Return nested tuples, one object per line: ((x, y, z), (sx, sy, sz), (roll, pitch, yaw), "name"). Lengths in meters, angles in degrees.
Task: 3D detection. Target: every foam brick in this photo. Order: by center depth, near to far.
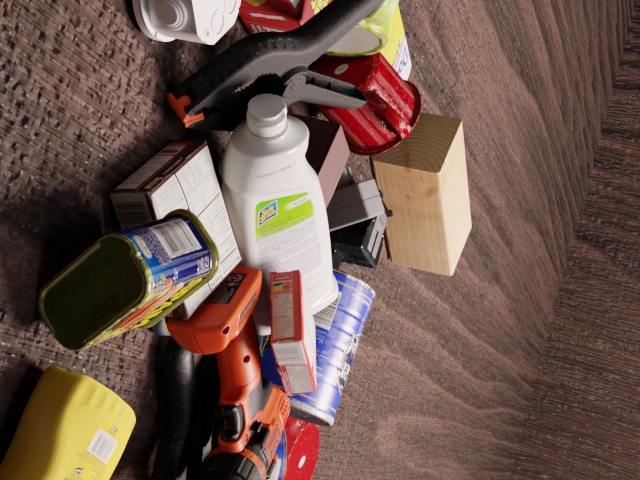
((-0.012, -0.073, 1.037), (0.053, 0.051, 0.078), (67, 42, -58), "foam brick")

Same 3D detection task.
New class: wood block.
((0.131, -0.058, 1.353), (0.206, 0.090, 0.090), (74, 36, -51), "wood block")

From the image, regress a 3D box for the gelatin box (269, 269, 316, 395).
((-0.024, 0.080, 0.918), (0.089, 0.030, 0.073), (78, 8, -52), "gelatin box")

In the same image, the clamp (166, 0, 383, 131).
((-0.023, -0.144, 0.852), (0.209, 0.036, 0.165), (-21, 152, -33), "clamp")

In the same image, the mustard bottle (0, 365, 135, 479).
((-0.195, 0.188, 0.725), (0.096, 0.058, 0.191), (66, 42, -59), "mustard bottle")

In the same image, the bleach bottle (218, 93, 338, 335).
((-0.035, -0.025, 0.911), (0.102, 0.068, 0.251), (-28, 145, -22), "bleach bottle")

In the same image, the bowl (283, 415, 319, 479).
((-0.044, 0.231, 1.136), (0.162, 0.055, 0.162), (13, 90, -69), "bowl")

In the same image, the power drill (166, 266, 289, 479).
((-0.078, 0.130, 0.882), (0.184, 0.057, 0.188), (-67, 154, -58), "power drill")

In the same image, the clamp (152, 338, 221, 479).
((-0.112, 0.161, 0.948), (0.120, 0.039, 0.171), (-10, 112, -64), "clamp")

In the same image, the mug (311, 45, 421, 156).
((0.046, -0.137, 1.040), (0.093, 0.117, 0.081), (-45, 135, 4), "mug")

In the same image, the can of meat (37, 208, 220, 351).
((-0.133, 0.028, 0.736), (0.102, 0.057, 0.083), (-37, 173, 28), "can of meat")

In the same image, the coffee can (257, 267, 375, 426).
((-0.015, 0.102, 1.064), (0.102, 0.103, 0.140), (52, 55, -64), "coffee can")

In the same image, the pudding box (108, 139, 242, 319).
((-0.108, -0.009, 0.823), (0.089, 0.039, 0.113), (-51, 136, -50), "pudding box")
